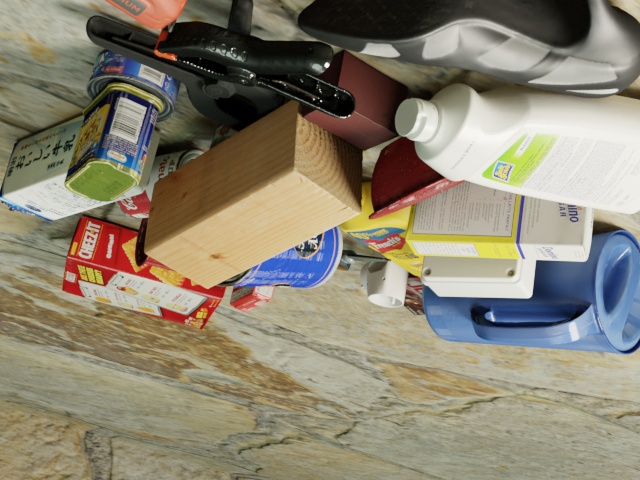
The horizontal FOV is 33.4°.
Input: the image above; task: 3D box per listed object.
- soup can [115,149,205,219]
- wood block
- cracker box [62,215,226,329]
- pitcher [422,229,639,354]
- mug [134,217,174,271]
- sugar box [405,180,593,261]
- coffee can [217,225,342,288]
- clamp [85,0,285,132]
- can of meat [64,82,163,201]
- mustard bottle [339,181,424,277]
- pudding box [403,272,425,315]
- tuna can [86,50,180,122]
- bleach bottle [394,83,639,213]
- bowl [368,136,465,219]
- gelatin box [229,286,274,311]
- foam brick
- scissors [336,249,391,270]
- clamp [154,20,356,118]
[{"bbox_3d":[-0.173,-0.062,1.189,0.102,0.068,0.068,-6,152,36],"label":"soup can"},{"bbox_3d":[-0.066,-0.041,1.024,0.206,0.090,0.090,-26,136,35],"label":"wood block"},{"bbox_3d":[-0.244,0.047,1.489,0.213,0.072,0.164,17,157,-10],"label":"cracker box"},{"bbox_3d":[0.233,0.065,1.202,0.243,0.145,0.149,-5,156,42],"label":"pitcher"},{"bbox_3d":[-0.178,-0.006,1.320,0.081,0.093,0.117,16,-171,-23],"label":"mug"},{"bbox_3d":[0.179,-0.030,1.055,0.176,0.093,0.048,4,157,20],"label":"sugar box"},{"bbox_3d":[-0.058,0.001,1.182,0.103,0.103,0.140,-7,173,39],"label":"coffee can"},{"bbox_3d":[-0.103,-0.153,0.974,0.165,0.036,0.210,0,154,22],"label":"clamp"},{"bbox_3d":[-0.199,-0.091,1.019,0.057,0.084,0.102,23,155,-25],"label":"can of meat"},{"bbox_3d":[0.077,-0.018,1.183,0.191,0.058,0.096,30,157,-37],"label":"mustard bottle"},{"bbox_3d":[0.137,0.057,1.360,0.090,0.039,0.113,-4,153,34],"label":"pudding box"},{"bbox_3d":[-0.179,-0.149,1.028,0.086,0.033,0.086,10,158,4],"label":"tuna can"},{"bbox_3d":[0.173,-0.083,0.848,0.250,0.068,0.103,8,128,-31],"label":"bleach bottle"},{"bbox_3d":[0.107,-0.076,0.973,0.162,0.055,0.162,-24,177,-2],"label":"bowl"},{"bbox_3d":[-0.080,0.041,1.365,0.030,0.089,0.073,22,156,-23],"label":"gelatin box"},{"bbox_3d":[0.031,-0.124,0.957,0.078,0.053,0.051,26,154,-31],"label":"foam brick"},{"bbox_3d":[0.015,0.012,1.285,0.096,0.016,0.202,24,170,-9],"label":"scissors"},{"bbox_3d":[-0.051,-0.142,0.875,0.172,0.039,0.120,17,165,24],"label":"clamp"}]
